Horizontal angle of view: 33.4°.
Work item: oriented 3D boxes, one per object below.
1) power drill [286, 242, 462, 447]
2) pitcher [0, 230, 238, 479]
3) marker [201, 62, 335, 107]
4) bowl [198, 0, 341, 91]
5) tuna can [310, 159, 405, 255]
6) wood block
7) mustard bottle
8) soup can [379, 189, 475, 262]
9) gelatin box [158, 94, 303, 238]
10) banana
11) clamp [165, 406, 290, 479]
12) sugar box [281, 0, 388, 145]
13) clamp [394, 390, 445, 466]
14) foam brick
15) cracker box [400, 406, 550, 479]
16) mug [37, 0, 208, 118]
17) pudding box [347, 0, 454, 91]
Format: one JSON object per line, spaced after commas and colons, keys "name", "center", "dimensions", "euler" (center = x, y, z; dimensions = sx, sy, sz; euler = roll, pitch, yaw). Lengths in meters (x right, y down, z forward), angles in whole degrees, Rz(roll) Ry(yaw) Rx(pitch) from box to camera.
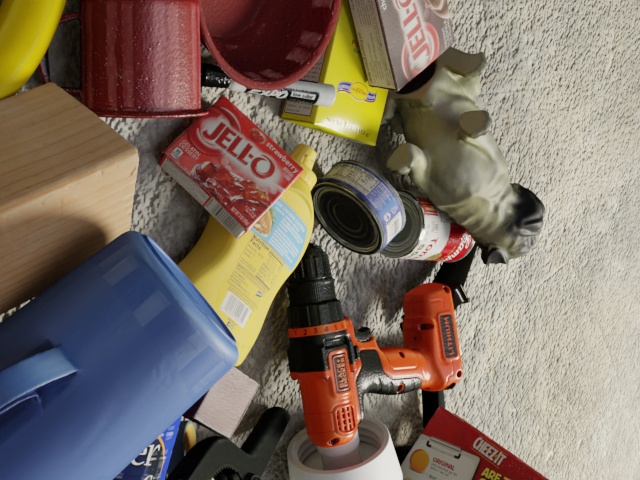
{"name": "power drill", "center": [0.047, 0.087, 1.003], "dimensions": [0.187, 0.057, 0.184], "euler": [-7, 90, -41]}
{"name": "pitcher", "center": [-0.173, 0.105, 0.644], "dimensions": [0.243, 0.149, 0.145], "euler": [-40, 121, -3]}
{"name": "marker", "center": [-0.044, -0.125, 0.854], "dimensions": [0.120, 0.020, 0.020], "euler": [6, 99, -28]}
{"name": "bowl", "center": [-0.054, -0.199, 0.820], "dimensions": [0.161, 0.055, 0.162], "euler": [-20, 117, -45]}
{"name": "tuna can", "center": [0.032, -0.028, 0.958], "dimensions": [0.033, 0.086, 0.086], "euler": [-45, 133, -29]}
{"name": "wood block", "center": [-0.219, -0.008, 0.639], "dimensions": [0.205, 0.090, 0.091], "euler": [-31, 149, -41]}
{"name": "mustard bottle", "center": [-0.056, 0.001, 0.883], "dimensions": [0.096, 0.058, 0.191], "euler": [45, 67, -41]}
{"name": "soup can", "center": [0.101, -0.014, 1.059], "dimensions": [0.102, 0.069, 0.068], "euler": [4, 99, -52]}
{"name": "gelatin box", "center": [-0.070, -0.058, 0.832], "dimensions": [0.089, 0.030, 0.073], "euler": [44, 63, -4]}
{"name": "banana", "center": [-0.195, -0.162, 0.683], "dimensions": [0.069, 0.037, 0.198], "euler": [8, 95, -32]}
{"name": "clamp", "center": [-0.063, 0.222, 0.886], "dimensions": [0.209, 0.036, 0.164], "euler": [16, 58, -65]}
{"name": "sugar box", "center": [0.029, -0.179, 0.935], "dimensions": [0.093, 0.048, 0.176], "euler": [11, 94, -51]}
{"name": "clamp", "center": [0.116, 0.236, 1.189], "dimensions": [0.120, 0.039, 0.171], "euler": [-44, 130, -18]}
{"name": "foam brick", "center": [-0.100, 0.116, 0.854], "dimensions": [0.051, 0.078, 0.053], "euler": [43, 71, -48]}
{"name": "cracker box", "center": [0.137, 0.307, 1.101], "dimensions": [0.072, 0.164, 0.213], "euler": [34, 89, -48]}
{"name": "mug", "center": [-0.135, -0.128, 0.733], "dimensions": [0.117, 0.093, 0.081], "euler": [-2, 101, -13]}
{"name": "pudding box", "center": [0.068, -0.198, 0.909], "dimensions": [0.089, 0.039, 0.113], "euler": [-44, 130, -34]}
